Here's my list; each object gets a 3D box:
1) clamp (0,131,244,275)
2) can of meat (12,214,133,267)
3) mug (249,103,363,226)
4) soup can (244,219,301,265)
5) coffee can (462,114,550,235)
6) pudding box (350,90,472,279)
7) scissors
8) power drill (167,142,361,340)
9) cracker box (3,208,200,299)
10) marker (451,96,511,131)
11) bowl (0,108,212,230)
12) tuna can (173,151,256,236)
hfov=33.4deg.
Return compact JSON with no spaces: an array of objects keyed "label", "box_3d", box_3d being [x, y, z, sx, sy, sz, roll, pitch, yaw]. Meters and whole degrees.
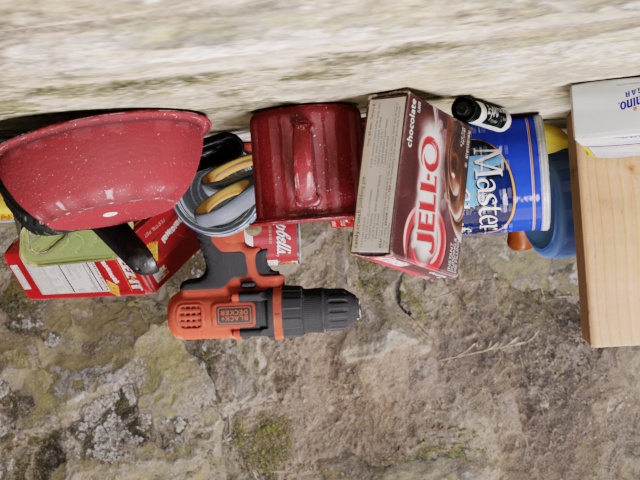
[{"label":"clamp","box_3d":[-0.173,-0.043,0.876,0.210,0.036,0.164,9,-137,31]},{"label":"can of meat","box_3d":[-0.234,-0.027,0.988,0.102,0.057,0.084,-6,-137,-23]},{"label":"mug","box_3d":[-0.010,-0.054,0.761,0.093,0.081,0.117,-4,180,6]},{"label":"soup can","box_3d":[-0.073,-0.006,1.184,0.102,0.068,0.068,-2,180,-2]},{"label":"coffee can","box_3d":[0.129,-0.055,0.949,0.140,0.103,0.102,-4,180,8]},{"label":"pudding box","box_3d":[0.064,-0.035,0.730,0.039,0.113,0.089,-1,169,35]},{"label":"scissors","box_3d":[-0.023,-0.054,0.836,0.202,0.016,0.096,-11,-146,37]},{"label":"power drill","box_3d":[-0.057,0.001,1.010,0.184,0.187,0.057,-3,179,0]},{"label":"cracker box","box_3d":[-0.211,-0.014,1.133,0.214,0.072,0.164,-5,-148,41]},{"label":"marker","box_3d":[0.123,-0.095,0.812,0.020,0.020,0.121,-4,180,22]},{"label":"bowl","box_3d":[-0.152,-0.044,0.757,0.162,0.055,0.162,-11,174,-1]},{"label":"tuna can","box_3d":[-0.093,-0.046,0.964,0.086,0.086,0.034,-4,179,1]}]
